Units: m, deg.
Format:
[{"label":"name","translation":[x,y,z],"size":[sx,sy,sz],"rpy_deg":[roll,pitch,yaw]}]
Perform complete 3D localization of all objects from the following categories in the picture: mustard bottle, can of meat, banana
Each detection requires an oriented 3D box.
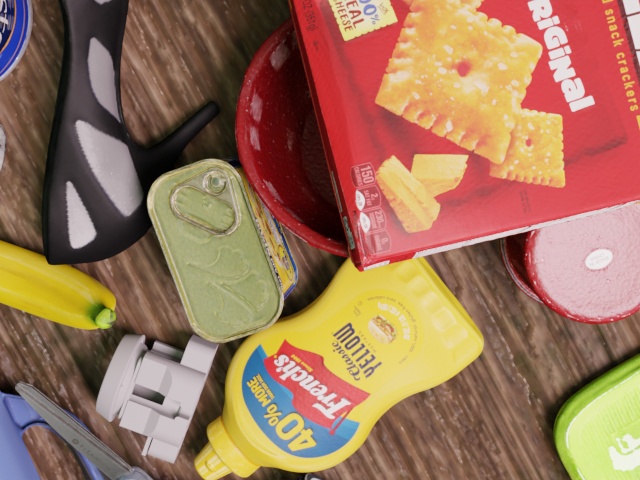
[{"label":"mustard bottle","translation":[-0.001,0.085,0.658],"size":[0.192,0.058,0.096],"rpy_deg":[-39,86,8]},{"label":"can of meat","translation":[-0.054,0.001,0.638],"size":[0.057,0.084,0.102],"rpy_deg":[-19,95,10]},{"label":"banana","translation":[-0.204,0.015,0.663],"size":[0.198,0.069,0.037],"rpy_deg":[18,73,11]}]

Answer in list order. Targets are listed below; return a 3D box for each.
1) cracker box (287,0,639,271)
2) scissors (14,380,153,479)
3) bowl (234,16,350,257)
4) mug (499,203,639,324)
[{"label":"cracker box","translation":[0.102,-0.087,0.550],"size":[0.213,0.072,0.164],"rpy_deg":[-14,87,2]},{"label":"scissors","translation":[-0.096,0.151,0.660],"size":[0.096,0.016,0.201],"rpy_deg":[-21,114,21]},{"label":"bowl","translation":[0.032,-0.062,0.627],"size":[0.162,0.055,0.162],"rpy_deg":[0,78,1]},{"label":"mug","translation":[0.146,-0.005,0.625],"size":[0.117,0.081,0.093],"rpy_deg":[39,98,-1]}]
